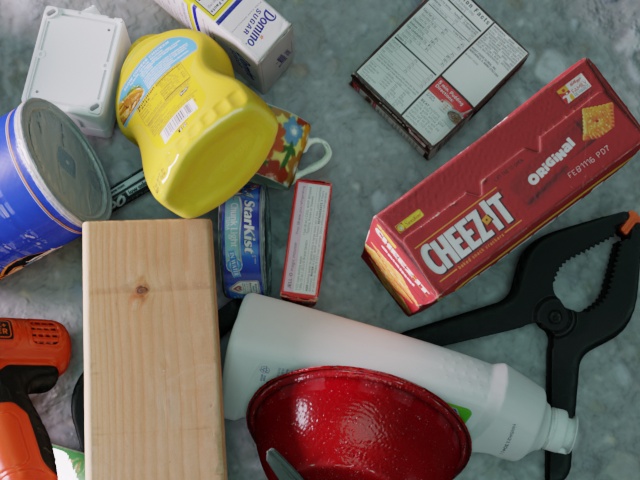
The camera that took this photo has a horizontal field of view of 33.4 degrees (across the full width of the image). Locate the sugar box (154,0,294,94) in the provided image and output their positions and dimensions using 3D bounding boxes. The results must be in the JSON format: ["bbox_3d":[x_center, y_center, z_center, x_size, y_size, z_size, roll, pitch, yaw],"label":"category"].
[{"bbox_3d":[-0.097,-0.192,0.812,0.176,0.093,0.048,39,84,3],"label":"sugar box"}]

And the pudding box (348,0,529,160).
[{"bbox_3d":[0.092,-0.134,0.833,0.090,0.039,0.113,45,84,5],"label":"pudding box"}]

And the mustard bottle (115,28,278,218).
[{"bbox_3d":[-0.103,-0.102,0.776,0.096,0.058,0.192,-47,41,10],"label":"mustard bottle"}]

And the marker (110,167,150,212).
[{"bbox_3d":[-0.169,-0.028,0.830,0.121,0.020,0.020,-32,85,-4],"label":"marker"}]

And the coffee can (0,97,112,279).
[{"bbox_3d":[-0.237,-0.025,0.769,0.140,0.102,0.103,-27,84,14],"label":"coffee can"}]

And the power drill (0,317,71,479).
[{"bbox_3d":[-0.246,0.125,0.723,0.184,0.057,0.188,4,47,-33],"label":"power drill"}]

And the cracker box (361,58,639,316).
[{"bbox_3d":[0.114,-0.024,0.732,0.164,0.214,0.072,-37,85,-4],"label":"cracker box"}]

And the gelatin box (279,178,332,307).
[{"bbox_3d":[-0.010,0.004,0.799,0.030,0.073,0.089,7,83,-1],"label":"gelatin box"}]

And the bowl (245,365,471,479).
[{"bbox_3d":[0.022,0.156,0.739,0.162,0.162,0.055,12,48,1],"label":"bowl"}]

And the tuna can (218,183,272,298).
[{"bbox_3d":[-0.055,0.001,0.794,0.034,0.086,0.086,-1,84,1],"label":"tuna can"}]

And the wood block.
[{"bbox_3d":[-0.114,0.097,0.729,0.090,0.090,0.206,-2,69,-9],"label":"wood block"}]

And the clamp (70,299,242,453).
[{"bbox_3d":[-0.129,0.100,0.807,0.120,0.039,0.171,10,83,4],"label":"clamp"}]

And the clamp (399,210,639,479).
[{"bbox_3d":[0.165,0.057,0.813,0.164,0.036,0.210,32,88,3],"label":"clamp"}]

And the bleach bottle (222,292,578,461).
[{"bbox_3d":[0.057,0.112,0.770,0.251,0.103,0.068,15,48,3],"label":"bleach bottle"}]
